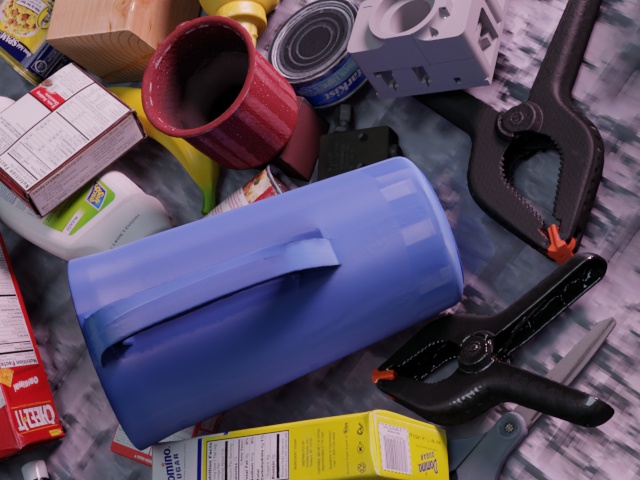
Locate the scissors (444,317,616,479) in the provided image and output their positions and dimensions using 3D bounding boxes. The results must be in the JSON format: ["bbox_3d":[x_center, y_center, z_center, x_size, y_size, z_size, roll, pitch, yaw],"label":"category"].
[{"bbox_3d":[0.105,0.121,0.701,0.096,0.016,0.202,27,86,32],"label":"scissors"}]

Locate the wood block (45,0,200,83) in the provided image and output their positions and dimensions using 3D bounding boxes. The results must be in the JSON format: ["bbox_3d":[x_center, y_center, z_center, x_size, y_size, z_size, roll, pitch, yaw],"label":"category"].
[{"bbox_3d":[-0.156,-0.251,0.924,0.091,0.090,0.206,0,73,28],"label":"wood block"}]

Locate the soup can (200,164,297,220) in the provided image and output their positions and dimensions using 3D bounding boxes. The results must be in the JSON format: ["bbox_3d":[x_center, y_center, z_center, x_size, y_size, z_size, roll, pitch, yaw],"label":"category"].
[{"bbox_3d":[-0.055,0.001,0.796,0.102,0.068,0.068,-39,60,11],"label":"soup can"}]

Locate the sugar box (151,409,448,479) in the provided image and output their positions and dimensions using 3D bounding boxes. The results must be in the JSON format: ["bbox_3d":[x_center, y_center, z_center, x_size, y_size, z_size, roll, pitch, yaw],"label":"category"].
[{"bbox_3d":[-0.015,0.148,0.697,0.176,0.093,0.048,-17,64,30],"label":"sugar box"}]

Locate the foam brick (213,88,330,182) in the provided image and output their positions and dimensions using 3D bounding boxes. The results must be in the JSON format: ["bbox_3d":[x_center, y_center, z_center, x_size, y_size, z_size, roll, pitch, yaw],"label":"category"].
[{"bbox_3d":[-0.042,-0.084,0.828,0.078,0.051,0.053,14,79,31],"label":"foam brick"}]

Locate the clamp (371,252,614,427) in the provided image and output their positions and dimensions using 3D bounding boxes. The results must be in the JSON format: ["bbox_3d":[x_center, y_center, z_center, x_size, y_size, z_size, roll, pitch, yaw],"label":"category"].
[{"bbox_3d":[0.111,0.083,0.681,0.172,0.039,0.120,-28,35,27],"label":"clamp"}]

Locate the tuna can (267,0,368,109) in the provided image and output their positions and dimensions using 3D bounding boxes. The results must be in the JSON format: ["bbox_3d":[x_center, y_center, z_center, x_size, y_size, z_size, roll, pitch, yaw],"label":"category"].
[{"bbox_3d":[0.002,-0.146,0.827,0.086,0.033,0.086,-18,52,25],"label":"tuna can"}]

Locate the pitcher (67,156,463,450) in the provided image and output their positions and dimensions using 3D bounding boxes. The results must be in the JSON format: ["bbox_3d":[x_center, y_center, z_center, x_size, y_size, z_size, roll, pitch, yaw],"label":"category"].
[{"bbox_3d":[-0.034,0.033,0.696,0.242,0.145,0.149,-21,33,-4],"label":"pitcher"}]

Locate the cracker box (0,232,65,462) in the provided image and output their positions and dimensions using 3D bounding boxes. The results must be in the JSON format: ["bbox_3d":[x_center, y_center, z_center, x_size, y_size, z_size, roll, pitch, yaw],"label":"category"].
[{"bbox_3d":[-0.318,0.089,0.871,0.164,0.072,0.214,-23,81,20],"label":"cracker box"}]

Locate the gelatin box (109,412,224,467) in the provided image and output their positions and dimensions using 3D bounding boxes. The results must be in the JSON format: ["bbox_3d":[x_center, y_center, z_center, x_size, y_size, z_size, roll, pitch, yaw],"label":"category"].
[{"bbox_3d":[-0.110,0.128,0.802,0.073,0.030,0.089,12,78,31],"label":"gelatin box"}]

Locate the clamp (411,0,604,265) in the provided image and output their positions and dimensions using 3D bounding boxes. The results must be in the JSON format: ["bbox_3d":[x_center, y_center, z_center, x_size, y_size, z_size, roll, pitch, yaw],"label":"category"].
[{"bbox_3d":[0.131,-0.078,0.745,0.165,0.036,0.210,-16,62,24],"label":"clamp"}]

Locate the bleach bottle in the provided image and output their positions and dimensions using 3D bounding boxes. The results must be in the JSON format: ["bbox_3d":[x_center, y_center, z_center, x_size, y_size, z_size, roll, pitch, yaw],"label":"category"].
[{"bbox_3d":[-0.208,-0.025,0.889,0.251,0.068,0.102,34,88,30],"label":"bleach bottle"}]

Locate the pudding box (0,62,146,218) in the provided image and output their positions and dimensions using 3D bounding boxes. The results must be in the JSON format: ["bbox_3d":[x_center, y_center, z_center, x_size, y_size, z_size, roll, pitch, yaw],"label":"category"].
[{"bbox_3d":[-0.212,-0.083,0.860,0.113,0.039,0.090,-42,60,-16],"label":"pudding box"}]

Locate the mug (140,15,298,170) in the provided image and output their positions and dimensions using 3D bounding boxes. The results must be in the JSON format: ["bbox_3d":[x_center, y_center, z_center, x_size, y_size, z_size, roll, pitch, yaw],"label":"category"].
[{"bbox_3d":[-0.073,-0.110,0.774,0.093,0.081,0.117,-36,59,11],"label":"mug"}]

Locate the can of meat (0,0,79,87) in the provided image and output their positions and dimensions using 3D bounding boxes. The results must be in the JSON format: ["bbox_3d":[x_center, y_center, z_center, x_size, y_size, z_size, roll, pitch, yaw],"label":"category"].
[{"bbox_3d":[-0.254,-0.191,0.974,0.102,0.057,0.084,38,90,31],"label":"can of meat"}]

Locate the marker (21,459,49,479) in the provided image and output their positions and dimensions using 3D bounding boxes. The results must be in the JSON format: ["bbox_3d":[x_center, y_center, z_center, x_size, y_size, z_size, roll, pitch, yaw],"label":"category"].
[{"bbox_3d":[-0.207,0.228,0.823,0.020,0.020,0.121,-32,61,14],"label":"marker"}]

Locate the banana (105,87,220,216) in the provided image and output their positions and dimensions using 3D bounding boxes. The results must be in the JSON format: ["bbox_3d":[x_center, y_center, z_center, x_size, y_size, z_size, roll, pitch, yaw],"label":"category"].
[{"bbox_3d":[-0.147,-0.092,0.894,0.198,0.037,0.069,31,86,32],"label":"banana"}]
